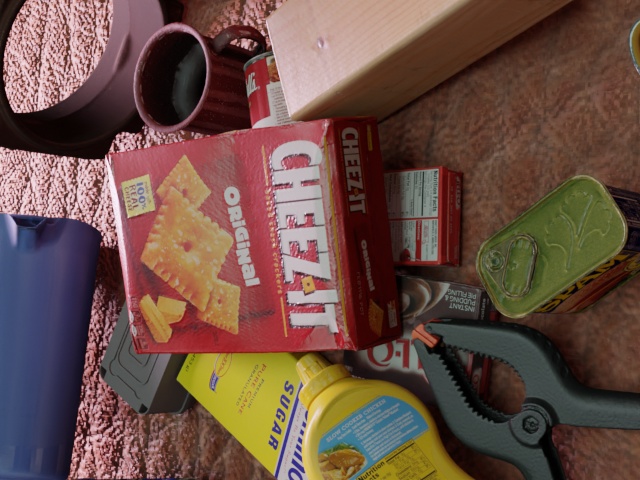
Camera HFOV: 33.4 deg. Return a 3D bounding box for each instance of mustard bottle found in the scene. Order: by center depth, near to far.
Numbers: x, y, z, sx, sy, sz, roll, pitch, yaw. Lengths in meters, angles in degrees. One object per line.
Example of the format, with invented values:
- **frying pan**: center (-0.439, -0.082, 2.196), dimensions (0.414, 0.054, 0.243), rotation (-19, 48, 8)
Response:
- **mustard bottle**: center (0.043, 0.155, 0.734), dimensions (0.096, 0.058, 0.192), rotation (-33, 66, -11)

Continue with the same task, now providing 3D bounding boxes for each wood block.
- **wood block**: center (0.063, -0.166, 0.760), dimensions (0.207, 0.090, 0.091), rotation (-28, 71, 45)

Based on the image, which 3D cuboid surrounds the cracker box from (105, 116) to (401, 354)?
- **cracker box**: center (-0.055, 0.001, 0.801), dimensions (0.214, 0.071, 0.164), rotation (-5, 94, 34)

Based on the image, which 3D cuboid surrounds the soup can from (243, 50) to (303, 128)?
- **soup can**: center (-0.022, -0.095, 0.861), dimensions (0.069, 0.068, 0.102), rotation (-16, 77, 37)

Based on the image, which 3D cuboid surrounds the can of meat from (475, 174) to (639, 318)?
- **can of meat**: center (0.166, 0.007, 0.690), dimensions (0.102, 0.083, 0.057), rotation (-40, 63, 29)

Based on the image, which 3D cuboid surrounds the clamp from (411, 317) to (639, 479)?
- **clamp**: center (0.144, 0.129, 0.708), dimensions (0.210, 0.036, 0.165), rotation (31, 107, 21)

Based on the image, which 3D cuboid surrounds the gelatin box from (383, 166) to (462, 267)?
- **gelatin box**: center (0.064, -0.016, 0.810), dimensions (0.089, 0.030, 0.073), rotation (-2, 84, 39)

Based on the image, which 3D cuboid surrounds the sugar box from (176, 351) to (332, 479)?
- **sugar box**: center (-0.035, 0.127, 0.868), dimensions (0.176, 0.048, 0.093), rotation (38, 109, 36)

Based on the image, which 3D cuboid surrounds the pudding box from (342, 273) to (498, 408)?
- **pudding box**: center (0.073, 0.072, 0.789), dimensions (0.114, 0.039, 0.090), rotation (9, 92, 39)

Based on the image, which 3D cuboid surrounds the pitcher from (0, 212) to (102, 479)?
- **pitcher**: center (-0.279, 0.103, 0.997), dimensions (0.145, 0.149, 0.243), rotation (-8, 72, 30)

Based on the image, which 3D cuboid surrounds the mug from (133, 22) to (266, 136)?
- **mug**: center (-0.092, -0.140, 0.911), dimensions (0.117, 0.081, 0.093), rotation (-44, 61, 28)
